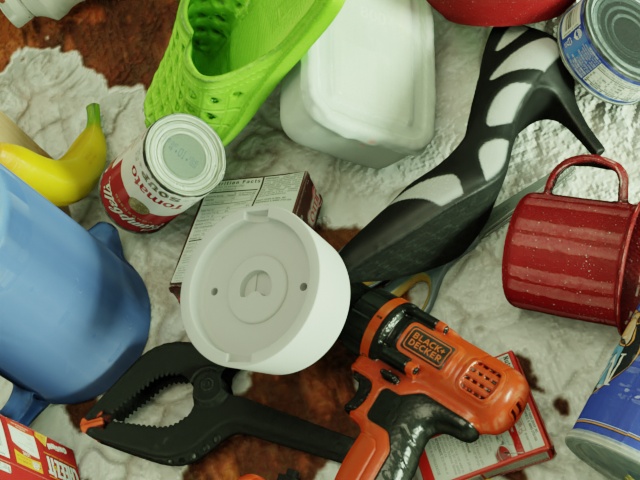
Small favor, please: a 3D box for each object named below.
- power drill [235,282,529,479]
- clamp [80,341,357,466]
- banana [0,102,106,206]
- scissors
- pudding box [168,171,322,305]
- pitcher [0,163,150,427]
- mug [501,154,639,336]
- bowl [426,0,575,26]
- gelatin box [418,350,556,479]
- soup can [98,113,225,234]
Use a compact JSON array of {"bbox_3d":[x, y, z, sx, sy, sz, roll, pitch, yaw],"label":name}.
[{"bbox_3d":[0.016,0.120,0.705,0.185,0.057,0.187,29,74,34],"label":"power drill"},{"bbox_3d":[-0.075,0.101,0.790,0.210,0.036,0.164,-12,62,8],"label":"clamp"},{"bbox_3d":[-0.211,-0.060,0.850,0.037,0.197,0.069,-20,102,13],"label":"banana"},{"bbox_3d":[0.088,-0.007,0.797,0.201,0.016,0.096,-47,62,-6],"label":"scissors"},{"bbox_3d":[-0.055,0.001,0.807,0.090,0.039,0.113,-5,45,24],"label":"pudding box"},{"bbox_3d":[-0.223,0.036,0.750,0.145,0.242,0.149,-23,67,2],"label":"pitcher"},{"bbox_3d":[0.174,0.000,0.719,0.082,0.093,0.117,10,100,26],"label":"mug"},{"bbox_3d":[0.140,-0.200,0.817,0.162,0.055,0.162,-5,23,2],"label":"bowl"},{"bbox_3d":[0.105,0.126,0.725,0.089,0.030,0.073,-22,61,8],"label":"gelatin box"},{"bbox_3d":[-0.123,-0.050,0.827,0.102,0.068,0.068,-28,49,56],"label":"soup can"}]
